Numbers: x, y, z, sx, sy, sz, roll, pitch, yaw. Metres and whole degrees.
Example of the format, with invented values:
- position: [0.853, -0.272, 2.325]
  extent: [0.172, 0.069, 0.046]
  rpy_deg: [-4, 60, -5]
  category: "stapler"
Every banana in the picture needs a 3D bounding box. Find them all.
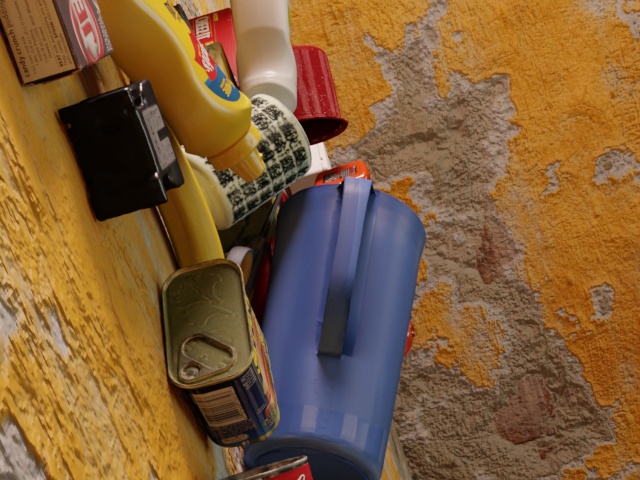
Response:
- position: [-0.105, -0.025, 0.784]
  extent: [0.069, 0.037, 0.198]
  rpy_deg: [-98, 170, -70]
  category: "banana"

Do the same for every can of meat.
- position: [-0.066, 0.078, 0.725]
  extent: [0.084, 0.057, 0.102]
  rpy_deg: [73, 3, -47]
  category: "can of meat"

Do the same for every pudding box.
- position: [-0.155, -0.147, 0.588]
  extent: [0.090, 0.039, 0.113]
  rpy_deg: [-93, 164, -74]
  category: "pudding box"

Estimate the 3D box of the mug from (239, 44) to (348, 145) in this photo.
- position: [-0.034, -0.145, 1.072]
  extent: [0.117, 0.093, 0.081]
  rpy_deg: [-2, 75, -41]
  category: "mug"

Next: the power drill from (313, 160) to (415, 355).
- position: [0.048, 0.016, 1.084]
  extent: [0.184, 0.057, 0.187]
  rpy_deg: [-92, 163, -79]
  category: "power drill"

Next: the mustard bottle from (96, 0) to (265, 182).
- position: [-0.100, -0.117, 0.728]
  extent: [0.191, 0.058, 0.096]
  rpy_deg: [53, 7, -22]
  category: "mustard bottle"

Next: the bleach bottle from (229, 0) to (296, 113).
- position: [-0.055, -0.213, 0.981]
  extent: [0.102, 0.068, 0.251]
  rpy_deg: [80, 4, -74]
  category: "bleach bottle"

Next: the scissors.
- position: [-0.056, 0.001, 0.902]
  extent: [0.096, 0.016, 0.201]
  rpy_deg: [90, 12, -53]
  category: "scissors"

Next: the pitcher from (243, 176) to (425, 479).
- position: [0.010, 0.076, 0.871]
  extent: [0.149, 0.145, 0.242]
  rpy_deg: [40, 45, -35]
  category: "pitcher"
